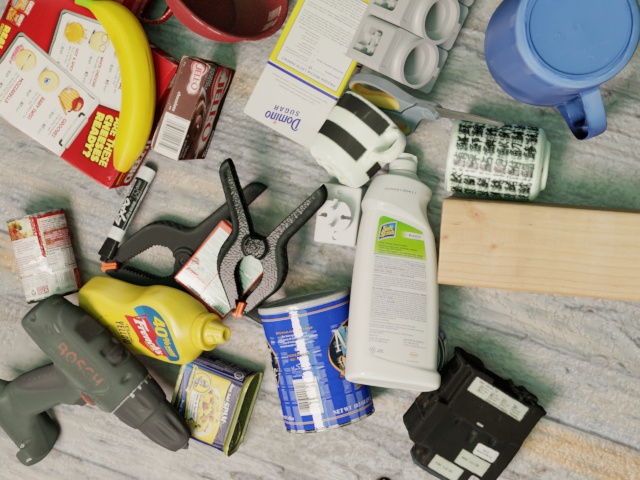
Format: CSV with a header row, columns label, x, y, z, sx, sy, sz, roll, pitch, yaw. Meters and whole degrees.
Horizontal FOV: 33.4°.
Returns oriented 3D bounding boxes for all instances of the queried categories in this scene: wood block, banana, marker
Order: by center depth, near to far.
label,x,y,z,sx,sy,sz,roll,pitch,yaw
wood block,0.232,0.006,1.119,0.206,0.090,0.090,5,97,12
banana,-0.211,-0.176,1.160,0.070,0.037,0.198,-10,94,25
marker,-0.225,-0.030,1.236,0.020,0.020,0.121,23,80,10

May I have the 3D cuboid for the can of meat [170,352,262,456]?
label,x,y,z,sx,sy,sz,roll,pitch,yaw
can of meat,-0.124,0.187,1.236,0.084,0.057,0.102,19,99,13

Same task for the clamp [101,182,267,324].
label,x,y,z,sx,sy,sz,roll,pitch,yaw
clamp,-0.147,0.031,1.236,0.210,0.036,0.164,-11,92,10

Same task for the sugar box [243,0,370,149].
label,x,y,z,sx,sy,sz,roll,pitch,yaw
sugar box,-0.004,-0.198,1.177,0.093,0.048,0.176,31,105,9

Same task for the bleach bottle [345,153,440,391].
label,x,y,z,sx,sy,sz,roll,pitch,yaw
bleach bottle,0.087,0.030,1.145,0.102,0.068,0.251,9,76,-11

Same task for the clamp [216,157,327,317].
label,x,y,z,sx,sy,sz,roll,pitch,yaw
clamp,-0.058,0.001,1.154,0.120,0.039,0.171,8,101,15

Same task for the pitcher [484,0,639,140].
label,x,y,z,sx,sy,sz,roll,pitch,yaw
pitcher,0.235,-0.186,1.022,0.149,0.242,0.145,25,99,2

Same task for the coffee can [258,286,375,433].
label,x,y,z,sx,sy,sz,roll,pitch,yaw
coffee can,-0.004,0.130,1.179,0.103,0.102,0.140,-12,93,14

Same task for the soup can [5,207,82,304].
label,x,y,z,sx,sy,sz,roll,pitch,yaw
soup can,-0.325,0.018,1.259,0.068,0.068,0.102,-13,93,14

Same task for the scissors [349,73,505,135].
label,x,y,z,sx,sy,sz,roll,pitch,yaw
scissors,0.115,-0.125,1.111,0.202,0.096,0.016,26,72,33

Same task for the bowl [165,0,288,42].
label,x,y,z,sx,sy,sz,roll,pitch,yaw
bowl,-0.116,-0.274,1.159,0.055,0.161,0.162,-36,86,48

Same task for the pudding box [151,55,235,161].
label,x,y,z,sx,sy,sz,roll,pitch,yaw
pudding box,-0.141,-0.147,1.190,0.039,0.090,0.113,25,101,11

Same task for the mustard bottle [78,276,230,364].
label,x,y,z,sx,sy,sz,roll,pitch,yaw
mustard bottle,-0.181,0.094,1.201,0.192,0.058,0.096,5,125,33

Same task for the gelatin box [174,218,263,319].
label,x,y,z,sx,sy,sz,roll,pitch,yaw
gelatin box,-0.108,0.032,1.198,0.073,0.030,0.089,40,97,-1

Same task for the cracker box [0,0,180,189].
label,x,y,z,sx,sy,sz,roll,pitch,yaw
cracker box,-0.278,-0.184,1.228,0.214,0.072,0.164,33,102,7
